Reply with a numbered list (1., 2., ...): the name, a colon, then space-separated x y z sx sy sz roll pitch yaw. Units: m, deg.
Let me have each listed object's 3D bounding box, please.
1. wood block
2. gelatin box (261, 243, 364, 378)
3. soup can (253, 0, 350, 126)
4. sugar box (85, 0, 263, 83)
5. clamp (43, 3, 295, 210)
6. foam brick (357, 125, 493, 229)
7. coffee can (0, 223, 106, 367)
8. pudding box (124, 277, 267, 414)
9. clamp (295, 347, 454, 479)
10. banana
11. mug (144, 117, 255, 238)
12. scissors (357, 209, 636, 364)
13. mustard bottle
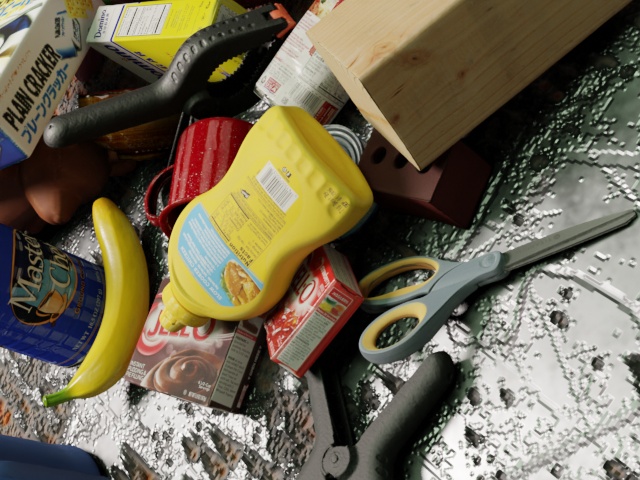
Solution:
1. wood block: 0.108 -0.155 0.698 0.206 0.090 0.091 -39 39 1
2. gelatin box: -0.008 0.045 0.761 0.073 0.030 0.089 -51 18 12
3. soup can: 0.003 -0.140 0.840 0.102 0.068 0.069 -53 45 9
4. sugar box: -0.120 -0.174 0.951 0.177 0.093 0.048 4 72 44
5. clamp: -0.101 -0.110 0.877 0.210 0.164 0.036 -37 58 6
6. foam brick: 0.070 -0.047 0.744 0.078 0.051 0.053 15 80 45
7. coffee can: -0.269 0.045 0.941 0.103 0.140 0.103 -20 57 34
8. pudding box: -0.096 0.082 0.839 0.114 0.039 0.090 8 74 43
9. clamp: 0.028 0.143 0.698 0.120 0.039 0.171 -15 57 42
10. banana: -0.180 0.053 0.915 0.037 0.069 0.197 127 155 -58
11. mug: -0.088 -0.042 0.856 0.117 0.093 0.081 -10 57 23
12. scissors: 0.101 0.033 0.688 0.202 0.016 0.096 -12 42 38
13. mustard bottle: -0.055 0.001 0.763 0.192 0.058 0.096 -46 74 25
